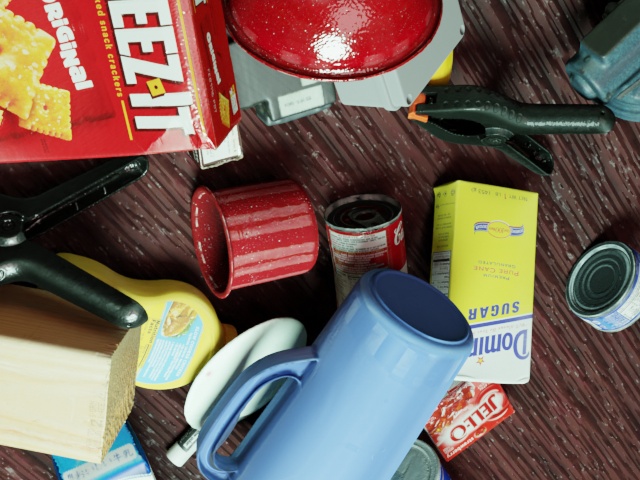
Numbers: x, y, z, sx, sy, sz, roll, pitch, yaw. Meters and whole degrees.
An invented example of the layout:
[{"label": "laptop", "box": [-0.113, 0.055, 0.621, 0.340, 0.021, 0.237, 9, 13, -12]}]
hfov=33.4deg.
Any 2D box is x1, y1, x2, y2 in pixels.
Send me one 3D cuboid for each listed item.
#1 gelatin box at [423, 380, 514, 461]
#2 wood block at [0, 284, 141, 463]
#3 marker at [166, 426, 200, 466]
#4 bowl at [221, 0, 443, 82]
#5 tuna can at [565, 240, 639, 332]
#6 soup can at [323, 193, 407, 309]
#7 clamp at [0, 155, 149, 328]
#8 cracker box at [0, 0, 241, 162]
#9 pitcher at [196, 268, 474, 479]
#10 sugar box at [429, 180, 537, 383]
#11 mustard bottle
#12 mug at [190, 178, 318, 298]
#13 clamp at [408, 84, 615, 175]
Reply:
[{"label": "gelatin box", "box": [0.143, 0.168, 1.072, 0.089, 0.030, 0.073, -35, 122, -5]}, {"label": "wood block", "box": [-0.245, 0.087, 0.789, 0.206, 0.090, 0.090, 10, 110, 3]}, {"label": "marker", "box": [-0.093, 0.157, 0.975, 0.121, 0.020, 0.020, -47, 122, 2]}, {"label": "bowl", "box": [0.008, -0.187, 0.740, 0.162, 0.162, 0.055, -19, 149, -14]}, {"label": "tuna can", "box": [0.282, 0.044, 1.042, 0.033, 0.086, 0.086, 30, 99, -29]}, {"label": "soup can", "box": [0.042, 0.019, 0.941, 0.068, 0.069, 0.102, -16, 118, -16]}, {"label": "clamp", "box": [-0.223, 0.007, 0.790, 0.209, 0.164, 0.036, -7, 140, -11]}, {"label": "cracker box", "box": [-0.176, -0.139, 0.721, 0.214, 0.072, 0.164, -2, 118, 14]}, {"label": "pitcher", "box": [0.015, 0.142, 0.900, 0.149, 0.145, 0.243, -13, 139, -56]}, {"label": "sugar box", "box": [0.146, 0.039, 0.965, 0.093, 0.048, 0.176, 6, 80, -25]}, {"label": "mustard bottle", "box": [-0.144, 0.076, 0.894, 0.191, 0.058, 0.096, 16, 107, -27]}, {"label": "mug", "box": [-0.056, 0.001, 0.888, 0.081, 0.093, 0.117, -12, 148, -23]}, {"label": "clamp", "box": [0.156, -0.097, 0.934, 0.171, 0.039, 0.120, 11, 154, -4]}]
